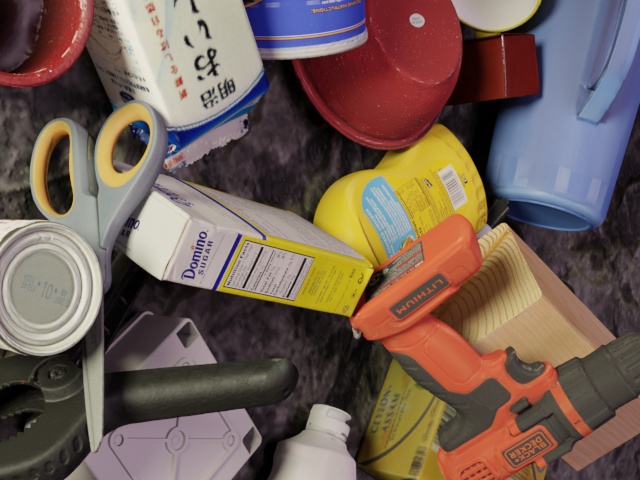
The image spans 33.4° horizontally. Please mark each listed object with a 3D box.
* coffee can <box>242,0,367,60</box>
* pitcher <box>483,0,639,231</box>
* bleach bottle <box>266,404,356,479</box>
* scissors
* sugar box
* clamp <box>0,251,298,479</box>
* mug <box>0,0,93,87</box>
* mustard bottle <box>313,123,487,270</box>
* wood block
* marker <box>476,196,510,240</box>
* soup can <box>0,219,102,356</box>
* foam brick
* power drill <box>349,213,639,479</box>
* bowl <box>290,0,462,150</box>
[{"bbox_3d":[-0.023,-0.194,0.674,0.102,0.103,0.140,-26,122,-43],"label":"coffee can"},{"bbox_3d":[0.223,-0.138,0.930,0.149,0.145,0.243,27,75,-54],"label":"pitcher"},{"bbox_3d":[-0.035,0.230,0.723,0.102,0.068,0.250,39,61,-40],"label":"bleach bottle"},{"bbox_3d":[-0.107,0.003,0.567,0.016,0.096,0.202,40,21,-55],"label":"scissors"},{"bbox_3d":[-0.055,0.001,0.660,0.175,0.093,0.048,12,105,-49],"label":"sugar box"},{"bbox_3d":[-0.127,0.085,0.572,0.209,0.165,0.036,-35,134,-31],"label":"clamp"},{"bbox_3d":[-0.186,-0.124,0.539,0.117,0.082,0.093,13,81,-46],"label":"mug"},{"bbox_3d":[0.048,-0.011,0.806,0.191,0.058,0.096,-35,105,-41],"label":"mustard bottle"},{"bbox_3d":[0.179,0.091,0.863,0.205,0.091,0.090,40,22,-36],"label":"wood block"},{"bbox_3d":[0.116,0.012,0.880,0.121,0.020,0.020,-51,127,-9],"label":"marker"},{"bbox_3d":[-0.168,0.023,0.546,0.068,0.102,0.068,-1,91,-46],"label":"soup can"},{"bbox_3d":[0.134,-0.140,0.882,0.052,0.078,0.051,-12,98,-46],"label":"foam brick"},{"bbox_3d":[0.124,0.074,0.740,0.187,0.184,0.057,50,14,-17],"label":"power drill"},{"bbox_3d":[0.053,-0.151,0.786,0.161,0.055,0.162,10,73,-37],"label":"bowl"}]
